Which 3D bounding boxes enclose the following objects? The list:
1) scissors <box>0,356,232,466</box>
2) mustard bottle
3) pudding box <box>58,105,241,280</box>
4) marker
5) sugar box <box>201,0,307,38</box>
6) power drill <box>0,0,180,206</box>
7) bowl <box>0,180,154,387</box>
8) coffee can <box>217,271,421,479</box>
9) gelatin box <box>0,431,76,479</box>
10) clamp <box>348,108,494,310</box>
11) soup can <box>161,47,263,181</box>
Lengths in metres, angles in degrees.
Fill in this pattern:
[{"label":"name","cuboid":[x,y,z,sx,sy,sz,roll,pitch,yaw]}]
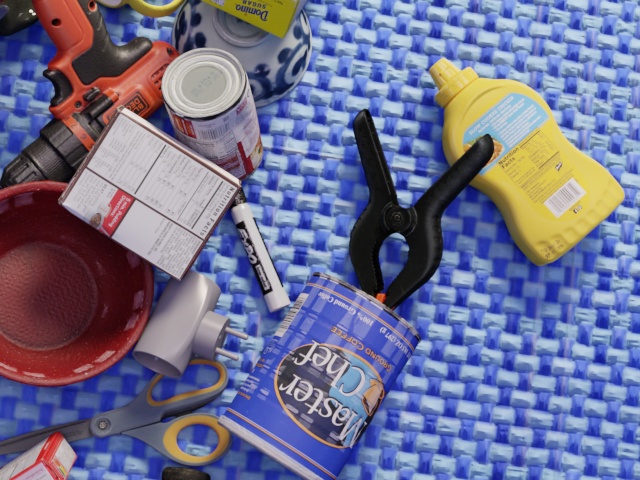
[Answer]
[{"label":"scissors","cuboid":[-0.158,0.162,0.853,0.201,0.016,0.096,-27,84,-9]},{"label":"mustard bottle","cuboid":[0.160,-0.078,0.905,0.096,0.058,0.191,-40,87,-6]},{"label":"pudding box","cuboid":[-0.130,-0.036,0.819,0.113,0.039,0.090,33,94,-12]},{"label":"marker","cuboid":[-0.056,0.001,0.889,0.020,0.020,0.121,-21,83,-9]},{"label":"sugar box","cuboid":[-0.039,-0.239,0.873,0.093,0.048,0.176,26,39,-1]},{"label":"power drill","cuboid":[-0.216,-0.140,0.833,0.184,0.057,0.187,-42,127,-12]},{"label":"bowl","cuboid":[-0.215,0.038,0.837,0.162,0.055,0.162,6,73,-20]},{"label":"coffee can","cuboid":[0.000,0.110,0.834,0.103,0.103,0.140,33,78,0]},{"label":"gelatin box","cuboid":[-0.231,0.188,0.804,0.089,0.073,0.030,-34,97,-1]},{"label":"clamp","cuboid":[0.078,-0.021,0.879,0.120,0.039,0.171,5,92,26]},{"label":"soup can","cuboid":[-0.085,-0.097,0.852,0.068,0.102,0.068,-2,63,4]}]
